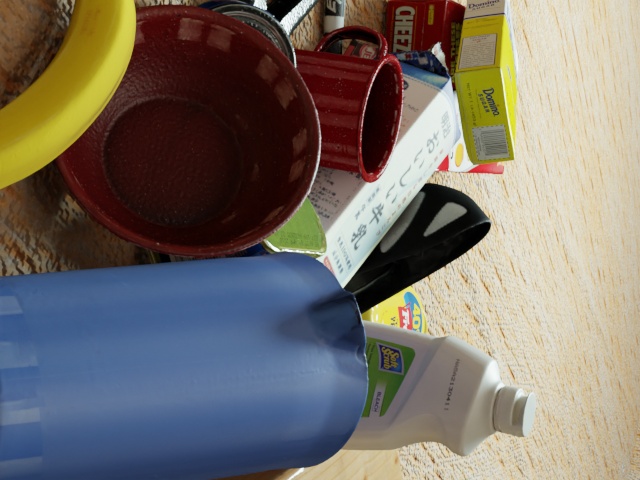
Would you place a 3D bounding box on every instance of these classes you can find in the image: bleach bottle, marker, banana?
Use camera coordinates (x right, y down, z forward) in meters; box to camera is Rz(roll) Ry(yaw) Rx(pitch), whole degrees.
[{"bbox_3d":[0.020,0.105,0.735,0.068,0.251,0.102,36,65,-60],"label":"bleach bottle"},{"bbox_3d":[0.013,-0.208,0.903,0.020,0.020,0.121,-11,107,-63],"label":"marker"},{"bbox_3d":[-0.148,-0.088,0.579,0.037,0.069,0.197,-46,-160,59],"label":"banana"}]

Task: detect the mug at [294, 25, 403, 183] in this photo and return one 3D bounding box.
[{"bbox_3d":[0.011,-0.105,0.778,0.093,0.082,0.117,50,55,-65],"label":"mug"}]

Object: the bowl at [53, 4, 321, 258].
[{"bbox_3d":[-0.084,-0.059,0.643,0.055,0.162,0.162,131,-19,-64],"label":"bowl"}]

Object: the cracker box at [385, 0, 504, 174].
[{"bbox_3d":[0.131,-0.152,1.100,0.213,0.072,0.164,-5,100,-62],"label":"cracker box"}]

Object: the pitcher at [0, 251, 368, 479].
[{"bbox_3d":[-0.105,0.078,0.585,0.242,0.145,0.149,0,111,-45],"label":"pitcher"}]

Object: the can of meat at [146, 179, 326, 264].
[{"bbox_3d":[-0.055,0.001,0.728,0.102,0.084,0.057,6,63,-64],"label":"can of meat"}]

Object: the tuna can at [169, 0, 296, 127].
[{"bbox_3d":[-0.060,-0.116,0.707,0.086,0.034,0.086,-5,107,-18],"label":"tuna can"}]

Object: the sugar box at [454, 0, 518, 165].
[{"bbox_3d":[0.155,-0.153,0.972,0.176,0.048,0.093,-70,151,-52],"label":"sugar box"}]
